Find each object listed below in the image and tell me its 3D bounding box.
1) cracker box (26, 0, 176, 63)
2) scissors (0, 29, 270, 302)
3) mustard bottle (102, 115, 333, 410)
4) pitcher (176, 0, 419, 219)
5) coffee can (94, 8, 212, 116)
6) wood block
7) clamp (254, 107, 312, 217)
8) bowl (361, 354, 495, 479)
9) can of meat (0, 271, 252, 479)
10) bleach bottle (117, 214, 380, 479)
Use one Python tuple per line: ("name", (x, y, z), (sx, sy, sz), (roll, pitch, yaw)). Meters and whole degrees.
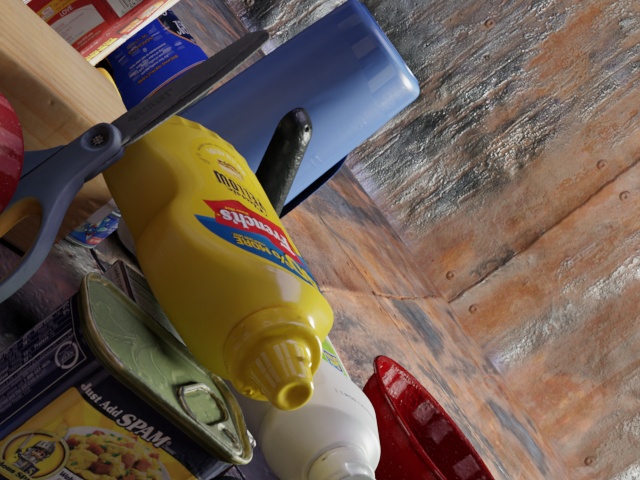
("cracker box", (-0.171, -0.176, 0.792), (0.072, 0.164, 0.213), (53, 8, -12))
("scissors", (-0.122, -0.048, 0.504), (0.096, 0.201, 0.016), (31, -19, 26))
("mustard bottle", (-0.043, 0.012, 0.497), (0.096, 0.058, 0.192), (34, 14, -36))
("pitcher", (-0.030, -0.104, 0.987), (0.145, 0.243, 0.149), (53, 9, -9))
("coffee can", (-0.175, -0.181, 0.998), (0.140, 0.103, 0.102), (53, 8, 1))
("wood block", (-0.195, -0.090, 0.555), (0.205, 0.091, 0.090), (44, 12, -47))
("clamp", (-0.055, 0.001, 0.746), (0.036, 0.165, 0.210), (-18, 102, -42))
("bowl", (0.071, 0.162, 0.765), (0.162, 0.055, 0.162), (48, 10, -11))
("can of meat", (-0.093, 0.077, 0.442), (0.102, 0.084, 0.057), (47, 10, -34))
("bleach bottle", (-0.036, 0.053, 0.586), (0.102, 0.068, 0.251), (35, 12, -36))
